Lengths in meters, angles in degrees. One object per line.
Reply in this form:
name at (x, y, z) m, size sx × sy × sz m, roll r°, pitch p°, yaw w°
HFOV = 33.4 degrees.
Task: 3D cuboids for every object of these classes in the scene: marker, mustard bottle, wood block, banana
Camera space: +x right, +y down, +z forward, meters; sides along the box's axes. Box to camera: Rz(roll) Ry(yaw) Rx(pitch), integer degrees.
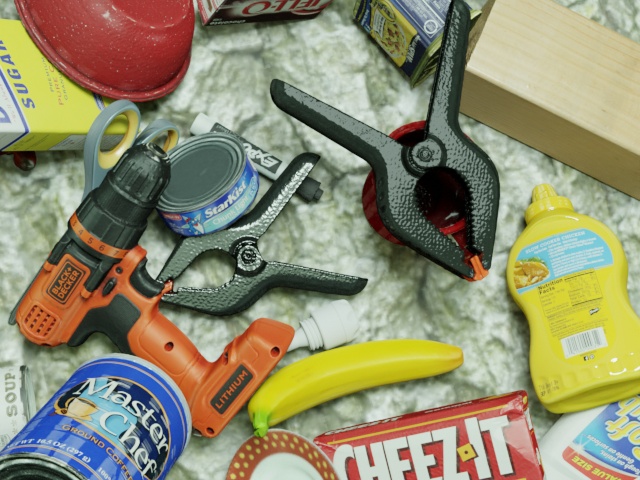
marker at (-0.051, -0.067, 0.880) m, size 0.121 × 0.020 × 0.020 m, roll 30°, pitch 77°, yaw -2°
mustard bottle at (0.202, 0.037, 0.860) m, size 0.096 × 0.058 × 0.191 m, roll -20°, pitch 58°, yaw 18°
wood block at (0.217, -0.122, 0.894) m, size 0.206 × 0.091 × 0.090 m, roll 25°, pitch 77°, yaw -3°
banana at (0.018, 0.110, 0.832) m, size 0.197 × 0.070 × 0.037 m, roll -17°, pitch 121°, yaw -30°

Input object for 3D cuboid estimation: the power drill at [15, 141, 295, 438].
power drill at (-0.114, 0.043, 0.798) m, size 0.187 × 0.057 × 0.185 m, roll 37°, pitch 111°, yaw -1°

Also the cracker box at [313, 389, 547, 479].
cracker box at (0.098, 0.234, 0.795) m, size 0.164 × 0.072 × 0.214 m, roll -14°, pitch 82°, yaw 10°

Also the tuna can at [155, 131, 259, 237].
tuna can at (-0.092, -0.044, 0.839) m, size 0.086 × 0.033 × 0.086 m, roll -14°, pitch 44°, yaw 14°

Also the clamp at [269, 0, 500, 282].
clamp at (0.064, -0.063, 0.802) m, size 0.164 × 0.036 × 0.210 m, roll -18°, pitch 87°, yaw -3°

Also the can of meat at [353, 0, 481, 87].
can of meat at (0.076, -0.186, 0.880) m, size 0.057 × 0.102 × 0.084 m, roll -41°, pitch 86°, yaw -13°

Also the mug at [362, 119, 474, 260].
mug at (0.087, -0.032, 0.862) m, size 0.093 × 0.081 × 0.117 m, roll -35°, pitch 86°, yaw -13°

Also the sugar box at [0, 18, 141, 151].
sugar box at (-0.221, -0.116, 0.798) m, size 0.048 × 0.175 × 0.093 m, roll -24°, pitch 81°, yaw 33°

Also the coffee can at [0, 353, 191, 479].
coffee can at (-0.161, 0.155, 0.739) m, size 0.103 × 0.140 × 0.103 m, roll 5°, pitch 112°, yaw 13°

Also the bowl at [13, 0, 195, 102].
bowl at (-0.154, -0.191, 0.829) m, size 0.161 × 0.055 × 0.162 m, roll 21°, pitch 54°, yaw -33°

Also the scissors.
scissors at (-0.187, -0.030, 0.824) m, size 0.016 × 0.096 × 0.201 m, roll 33°, pitch 72°, yaw 31°

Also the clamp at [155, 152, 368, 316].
clamp at (-0.056, 0.001, 0.852) m, size 0.171 × 0.039 × 0.120 m, roll -13°, pitch 85°, yaw -8°

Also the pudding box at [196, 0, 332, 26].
pudding box at (-0.033, -0.210, 0.857) m, size 0.113 × 0.090 × 0.039 m, roll -9°, pitch 77°, yaw -31°

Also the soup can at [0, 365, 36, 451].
soup can at (-0.265, 0.131, 0.787) m, size 0.102 × 0.068 × 0.068 m, roll -7°, pitch 80°, yaw -10°
